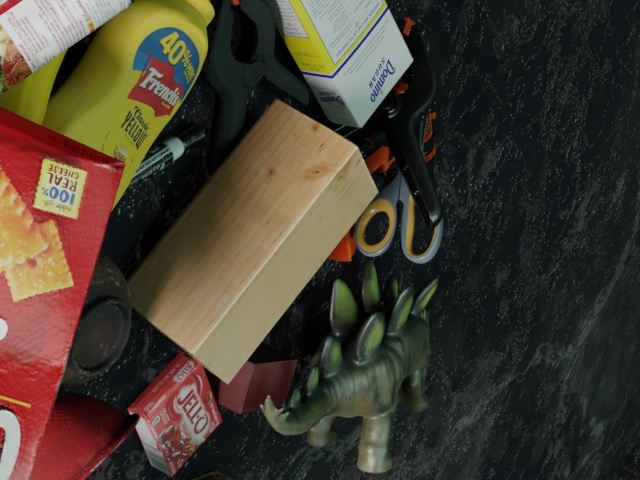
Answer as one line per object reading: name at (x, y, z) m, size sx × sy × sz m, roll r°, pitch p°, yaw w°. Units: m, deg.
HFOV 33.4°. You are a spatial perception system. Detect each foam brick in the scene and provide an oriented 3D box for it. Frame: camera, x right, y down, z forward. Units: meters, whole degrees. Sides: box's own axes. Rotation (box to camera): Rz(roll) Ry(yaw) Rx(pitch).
foam brick at (-0.067, 0.128, 1.007) m, size 0.078 × 0.053 × 0.051 m, roll 5°, pitch 104°, yaw -58°

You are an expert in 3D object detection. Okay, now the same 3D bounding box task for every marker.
marker at (-0.131, -0.059, 0.817) m, size 0.120 × 0.020 × 0.020 m, roll -40°, pitch 140°, yaw -39°

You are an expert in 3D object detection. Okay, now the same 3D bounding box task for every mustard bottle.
mustard bottle at (-0.130, -0.112, 0.745) m, size 0.191 × 0.058 × 0.096 m, roll -59°, pitch 156°, yaw -16°

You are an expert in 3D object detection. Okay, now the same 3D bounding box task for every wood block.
wood block at (-0.056, 0.001, 0.869) m, size 0.206 × 0.090 × 0.090 m, roll -52°, pitch 154°, yaw -9°

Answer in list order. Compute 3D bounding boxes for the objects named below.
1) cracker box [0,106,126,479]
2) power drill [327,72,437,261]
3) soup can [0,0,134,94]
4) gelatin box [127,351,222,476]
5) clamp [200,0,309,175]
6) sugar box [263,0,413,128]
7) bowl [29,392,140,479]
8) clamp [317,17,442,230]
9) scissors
cracker box at (-0.215, 0.026, 0.576) m, size 0.164 × 0.072 × 0.213 m, roll 25°, pitch 69°, yaw -34°
power drill at (0.054, -0.065, 1.074) m, size 0.187 × 0.057 × 0.184 m, roll -49°, pitch 141°, yaw -34°
soup can at (-0.170, -0.140, 0.626) m, size 0.102 × 0.069 × 0.068 m, roll -38°, pitch 142°, yaw -12°
gelatin box at (-0.128, 0.155, 0.950) m, size 0.073 × 0.030 × 0.089 m, roll -47°, pitch 144°, yaw -32°
clamp at (-0.056, -0.142, 0.865) m, size 0.120 × 0.039 × 0.171 m, roll -47°, pitch 149°, yaw -37°
sugar box at (0.011, -0.190, 0.906) m, size 0.093 × 0.048 × 0.176 m, roll -53°, pitch 137°, yaw -23°
bowl at (-0.206, 0.157, 0.753) m, size 0.162 × 0.055 × 0.162 m, roll -38°, pitch -175°, yaw 3°
clamp at (0.044, -0.119, 0.987) m, size 0.036 × 0.164 × 0.210 m, roll 106°, pitch -5°, yaw -65°
scissors at (0.072, -0.067, 1.011) m, size 0.016 × 0.096 × 0.202 m, roll 35°, pitch 44°, yaw -53°
